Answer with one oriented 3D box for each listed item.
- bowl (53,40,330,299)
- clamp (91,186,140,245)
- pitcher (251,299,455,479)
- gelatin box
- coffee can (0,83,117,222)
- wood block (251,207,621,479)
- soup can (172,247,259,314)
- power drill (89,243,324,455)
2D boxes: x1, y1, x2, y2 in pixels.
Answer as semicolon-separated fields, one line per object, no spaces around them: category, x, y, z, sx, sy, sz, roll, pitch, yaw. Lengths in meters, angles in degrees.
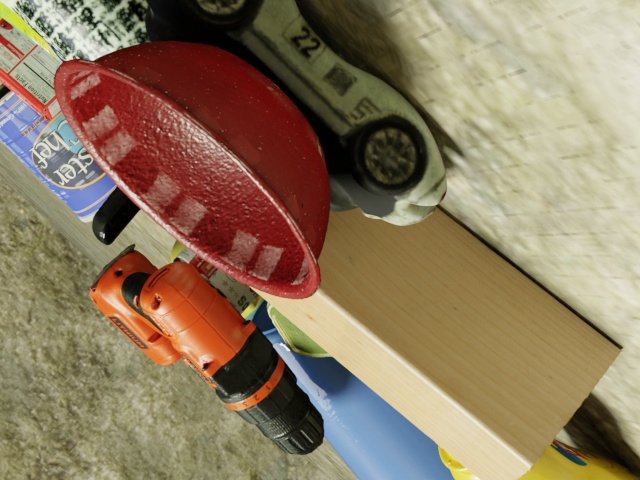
bowl;-0.050;-0.044;0.519;0.162;0.055;0.162;34;160;14
clamp;-0.102;-0.054;0.795;0.120;0.171;0.039;8;131;-11
pitcher;0.054;0.125;0.886;0.242;0.144;0.149;50;153;-17
gelatin box;-0.199;-0.144;0.789;0.073;0.089;0.030;40;168;5
coffee can;-0.237;-0.101;1.006;0.140;0.102;0.103;47;166;-23
wood block;0.059;0.044;0.638;0.206;0.090;0.090;39;161;12
soup can;-0.055;0.001;0.816;0.068;0.102;0.068;39;167;11
power drill;-0.090;0.078;0.810;0.184;0.057;0.188;53;160;-26
